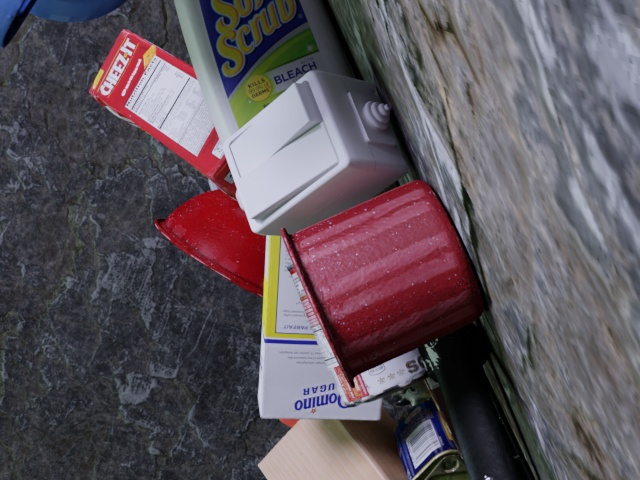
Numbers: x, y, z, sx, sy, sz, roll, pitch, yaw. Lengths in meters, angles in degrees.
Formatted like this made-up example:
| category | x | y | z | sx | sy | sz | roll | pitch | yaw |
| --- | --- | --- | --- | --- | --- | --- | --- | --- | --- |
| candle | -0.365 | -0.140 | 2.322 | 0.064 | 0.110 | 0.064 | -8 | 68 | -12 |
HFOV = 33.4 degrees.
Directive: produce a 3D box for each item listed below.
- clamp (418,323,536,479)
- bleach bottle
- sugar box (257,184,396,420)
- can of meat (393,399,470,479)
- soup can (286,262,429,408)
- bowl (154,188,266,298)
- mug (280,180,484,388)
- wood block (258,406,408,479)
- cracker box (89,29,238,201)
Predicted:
| category | x | y | z | sx | sy | sz | roll | pitch | yaw |
| --- | --- | --- | --- | --- | --- | --- | --- | --- | --- |
| clamp | 0.084 | 0.076 | 0.652 | 0.164 | 0.036 | 0.210 | 52 | -164 | -63 |
| bleach bottle | -0.054 | -0.151 | 0.684 | 0.068 | 0.102 | 0.251 | -90 | -24 | -87 |
| sugar box | 0.004 | 0.043 | 0.777 | 0.048 | 0.093 | 0.176 | -104 | 17 | -69 |
| can of meat | 0.109 | 0.181 | 0.835 | 0.102 | 0.057 | 0.084 | 37 | -166 | -20 |
| soup can | 0.028 | 0.051 | 0.701 | 0.068 | 0.068 | 0.102 | 59 | -172 | -86 |
| bowl | -0.056 | 0.001 | 0.897 | 0.162 | 0.055 | 0.162 | 30 | -175 | -3 |
| mug | 0.032 | 0.015 | 0.577 | 0.117 | 0.081 | 0.093 | -114 | -1 | -69 |
| wood block | 0.055 | 0.229 | 0.855 | 0.206 | 0.091 | 0.090 | 50 | -162 | 28 |
| cracker box | -0.071 | -0.081 | 0.876 | 0.164 | 0.072 | 0.214 | 29 | -177 | -44 |
